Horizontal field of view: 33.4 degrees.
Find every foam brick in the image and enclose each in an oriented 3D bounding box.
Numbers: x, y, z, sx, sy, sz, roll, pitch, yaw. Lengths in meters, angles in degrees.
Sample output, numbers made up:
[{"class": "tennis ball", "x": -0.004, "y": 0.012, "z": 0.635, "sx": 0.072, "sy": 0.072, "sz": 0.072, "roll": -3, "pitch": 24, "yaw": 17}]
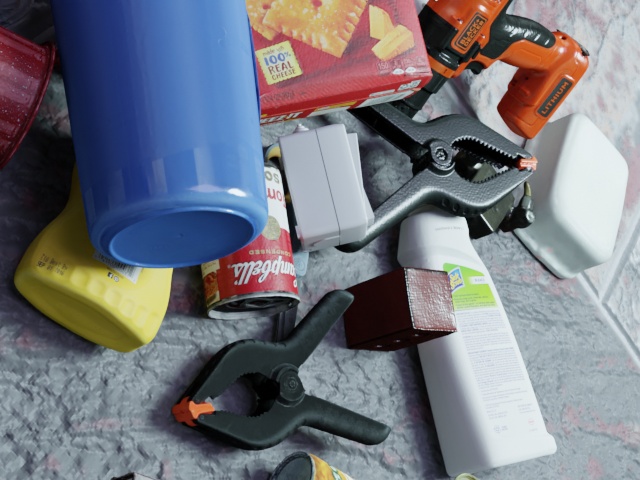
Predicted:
[{"class": "foam brick", "x": 0.062, "y": 0.057, "z": 0.863, "sx": 0.052, "sy": 0.078, "sz": 0.051, "roll": 6, "pitch": 69, "yaw": -40}]

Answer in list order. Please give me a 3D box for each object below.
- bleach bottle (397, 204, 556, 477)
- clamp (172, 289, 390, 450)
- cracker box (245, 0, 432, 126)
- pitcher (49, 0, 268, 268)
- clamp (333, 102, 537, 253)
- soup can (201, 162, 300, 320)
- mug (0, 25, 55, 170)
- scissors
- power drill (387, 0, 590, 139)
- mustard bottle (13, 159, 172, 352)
[{"class": "bleach bottle", "x": 0.125, "y": 0.072, "z": 0.929, "sx": 0.102, "sy": 0.068, "sz": 0.251, "roll": 0, "pitch": 71, "yaw": -43}, {"class": "clamp", "x": -0.022, "y": 0.114, "z": 0.775, "sx": 0.171, "sy": 0.039, "sz": 0.120, "roll": -21, "pitch": 81, "yaw": -34}, {"class": "cracker box", "x": -0.017, "y": -0.208, "z": 0.849, "sx": 0.164, "sy": 0.072, "sz": 0.214, "roll": -13, "pitch": 86, "yaw": -17}, {"class": "pitcher", "x": -0.097, "y": -0.108, "z": 0.684, "sx": 0.149, "sy": 0.145, "sz": 0.243, "roll": -4, "pitch": 68, "yaw": -16}, {"class": "clamp", "x": 0.089, "y": -0.076, "z": 0.916, "sx": 0.209, "sy": 0.036, "sz": 0.164, "roll": -6, "pitch": 74, "yaw": -26}, {"class": "soup can", "x": -0.055, "y": 0.001, "z": 0.782, "sx": 0.068, "sy": 0.069, "sz": 0.102, "roll": 6, "pitch": 68, "yaw": -42}, {"class": "mug", "x": -0.226, "y": -0.087, "z": 0.652, "sx": 0.081, "sy": 0.093, "sz": 0.117, "roll": 25, "pitch": 94, "yaw": -29}, {"class": "scissors", "x": -0.032, "y": 0.004, "z": 0.840, "sx": 0.096, "sy": 0.016, "sz": 0.201, "roll": 41, "pitch": 50, "yaw": -22}, {"class": "power drill", "x": 0.151, "y": -0.157, "z": 0.987, "sx": 0.187, "sy": 0.185, "sz": 0.057, "roll": 18, "pitch": 26, "yaw": -45}, {"class": "mustard bottle", "x": -0.128, "y": -0.026, "z": 0.730, "sx": 0.096, "sy": 0.058, "sz": 0.191, "roll": 34, "pitch": 53, "yaw": -21}]
